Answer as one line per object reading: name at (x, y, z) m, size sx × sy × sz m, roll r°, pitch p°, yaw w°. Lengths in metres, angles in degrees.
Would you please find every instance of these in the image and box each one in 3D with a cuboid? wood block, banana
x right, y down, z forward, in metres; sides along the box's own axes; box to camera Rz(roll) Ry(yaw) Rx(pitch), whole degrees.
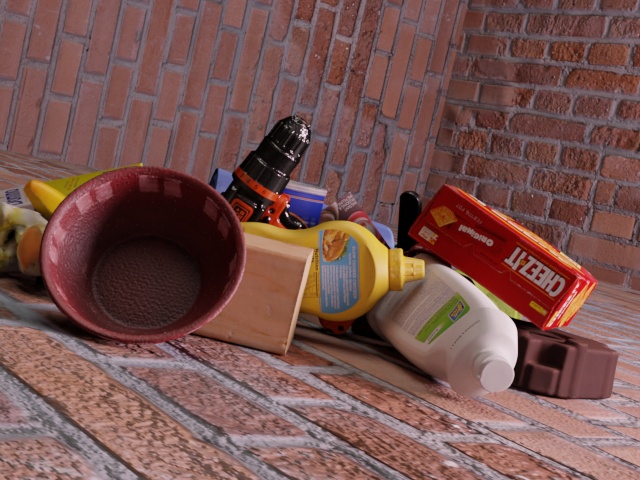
wood block at (-0.118, 0.030, 0.955) m, size 0.206 × 0.090 × 0.091 m, roll 14°, pitch 4°, yaw 2°
banana at (-0.210, 0.005, 1.062) m, size 0.198 × 0.037 × 0.070 m, roll 32°, pitch -29°, yaw 12°

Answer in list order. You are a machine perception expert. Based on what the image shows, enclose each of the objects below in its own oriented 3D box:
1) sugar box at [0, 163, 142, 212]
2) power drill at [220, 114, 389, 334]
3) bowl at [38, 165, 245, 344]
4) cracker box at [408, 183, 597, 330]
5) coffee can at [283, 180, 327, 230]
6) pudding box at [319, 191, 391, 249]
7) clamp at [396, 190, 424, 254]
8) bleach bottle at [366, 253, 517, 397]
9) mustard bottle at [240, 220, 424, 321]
sugar box at (-0.282, -0.041, 1.182) m, size 0.176 × 0.048 × 0.093 m, roll -9°, pitch 19°, yaw -4°
power drill at (-0.016, -0.008, 1.079) m, size 0.187 × 0.184 × 0.057 m, roll 36°, pitch 13°, yaw -6°
bowl at (-0.141, 0.020, 0.861) m, size 0.162 × 0.162 × 0.055 m, roll 13°, pitch -30°, yaw 2°
cracker box at (0.198, 0.019, 1.118) m, size 0.164 × 0.072 × 0.213 m, roll 36°, pitch 7°, yaw 18°
coffee can at (-0.058, 0.001, 1.165) m, size 0.103 × 0.140 × 0.103 m, roll 13°, pitch 4°, yaw -1°
pudding box at (0.016, 0.010, 1.256) m, size 0.113 × 0.090 × 0.039 m, roll -36°, pitch 0°, yaw -26°
clamp at (0.102, 0.034, 1.271) m, size 0.036 × 0.164 × 0.209 m, roll 26°, pitch 0°, yaw 26°
bleach bottle at (0.115, 0.087, 0.973) m, size 0.068 × 0.102 × 0.251 m, roll 38°, pitch 4°, yaw -16°
mustard bottle at (0.003, 0.029, 1.022) m, size 0.191 × 0.096 × 0.058 m, roll -1°, pitch 2°, yaw 6°
